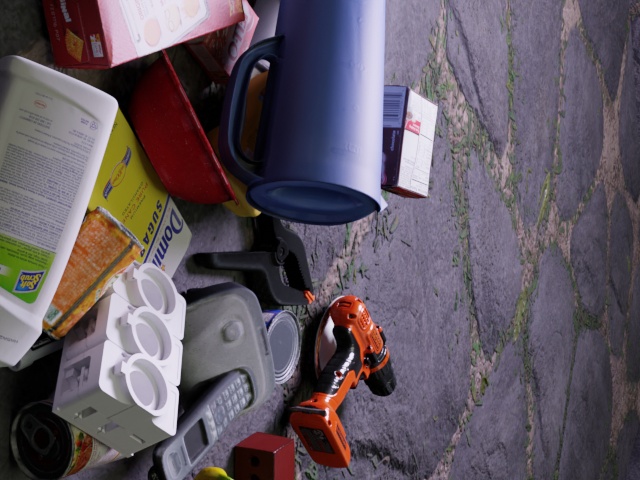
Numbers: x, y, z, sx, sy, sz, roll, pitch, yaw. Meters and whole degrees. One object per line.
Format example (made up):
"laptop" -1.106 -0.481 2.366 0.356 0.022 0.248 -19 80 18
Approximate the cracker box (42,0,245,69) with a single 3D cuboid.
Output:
"cracker box" -0.160 -0.255 0.945 0.213 0.072 0.164 -37 124 -54

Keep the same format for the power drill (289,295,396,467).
"power drill" 0.035 0.191 1.360 0.184 0.057 0.187 63 39 -39

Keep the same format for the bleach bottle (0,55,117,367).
"bleach bottle" -0.242 -0.008 0.823 0.102 0.068 0.251 22 78 -22

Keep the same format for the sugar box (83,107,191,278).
"sugar box" -0.181 -0.028 0.968 0.093 0.048 0.176 -66 145 -33

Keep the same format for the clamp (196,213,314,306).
"clamp" -0.058 0.001 1.217 0.209 0.036 0.164 49 52 -49

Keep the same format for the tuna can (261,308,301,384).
"tuna can" -0.057 0.122 1.240 0.086 0.034 0.086 -15 108 -61

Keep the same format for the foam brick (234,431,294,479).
"foam brick" -0.064 0.268 1.229 0.051 0.053 0.078 -15 107 -61

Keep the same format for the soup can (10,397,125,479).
"soup can" -0.207 0.165 0.922 0.102 0.069 0.068 -3 97 -63

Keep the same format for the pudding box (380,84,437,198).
"pudding box" 0.093 -0.107 1.181 0.089 0.039 0.113 14 84 -63

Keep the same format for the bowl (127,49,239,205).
"bowl" -0.134 -0.094 0.988 0.162 0.055 0.162 64 -2 3

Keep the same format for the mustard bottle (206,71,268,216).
"mustard bottle" -0.053 -0.124 1.137 0.096 0.058 0.191 49 63 -28

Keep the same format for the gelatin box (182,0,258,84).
"gelatin box" -0.101 -0.219 1.107 0.073 0.030 0.089 51 50 -53

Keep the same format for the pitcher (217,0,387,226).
"pitcher" -0.006 -0.146 1.060 0.149 0.145 0.243 51 42 -67

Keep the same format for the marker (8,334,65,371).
"marker" -0.225 0.087 0.928 0.120 0.020 0.020 -23 114 -60
